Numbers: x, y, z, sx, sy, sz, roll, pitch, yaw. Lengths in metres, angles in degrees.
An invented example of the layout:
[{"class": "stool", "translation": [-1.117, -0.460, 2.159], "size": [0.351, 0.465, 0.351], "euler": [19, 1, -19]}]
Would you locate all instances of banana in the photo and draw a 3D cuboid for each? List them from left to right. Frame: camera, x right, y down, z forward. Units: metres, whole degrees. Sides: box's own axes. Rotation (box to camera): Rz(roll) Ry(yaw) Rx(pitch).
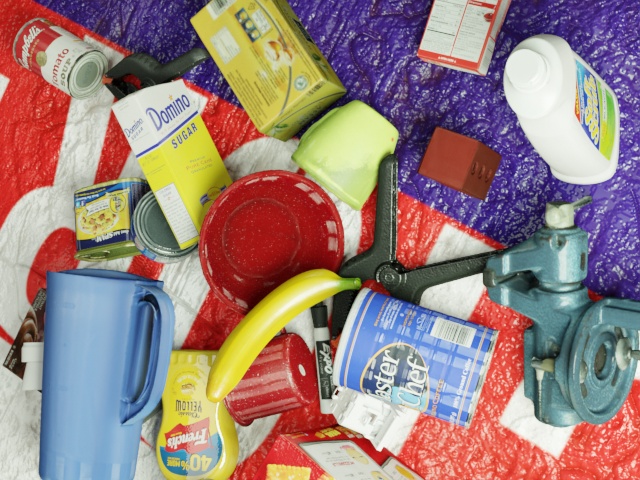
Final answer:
[{"class": "banana", "translation": [-0.051, 0.088, 1.105], "size": [0.197, 0.037, 0.070], "euler": [-40, 26, -10]}]

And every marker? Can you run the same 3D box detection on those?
[{"class": "marker", "translation": [0.004, 0.125, 1.150], "size": [0.020, 0.020, 0.121], "euler": [-5, 93, 25]}]

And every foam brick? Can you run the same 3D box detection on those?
[{"class": "foam brick", "translation": [0.142, -0.078, 1.084], "size": [0.051, 0.078, 0.053], "euler": [24, 95, 27]}]

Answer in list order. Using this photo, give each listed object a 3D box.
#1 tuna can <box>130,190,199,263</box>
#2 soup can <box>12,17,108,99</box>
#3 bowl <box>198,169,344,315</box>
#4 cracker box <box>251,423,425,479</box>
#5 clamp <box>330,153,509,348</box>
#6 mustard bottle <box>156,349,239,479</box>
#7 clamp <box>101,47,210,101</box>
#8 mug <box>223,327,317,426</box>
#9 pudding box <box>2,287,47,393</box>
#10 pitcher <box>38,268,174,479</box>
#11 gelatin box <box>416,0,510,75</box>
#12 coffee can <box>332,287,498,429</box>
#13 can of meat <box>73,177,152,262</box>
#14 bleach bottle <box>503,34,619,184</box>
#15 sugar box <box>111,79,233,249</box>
[{"class": "tuna can", "translation": [-0.175, -0.017, 1.228], "size": [0.086, 0.034, 0.086], "euler": [5, 74, -17]}, {"class": "soup can", "translation": [-0.322, -0.225, 1.327], "size": [0.102, 0.068, 0.068], "euler": [32, 98, 24]}, {"class": "bowl", "translation": [-0.058, 0.001, 1.157], "size": [0.162, 0.055, 0.162], "euler": [-3, 100, -17]}, {"class": "cracker box", "translation": [0.059, 0.270, 1.041], "size": [0.214, 0.164, 0.072], "euler": [36, 102, 24]}, {"class": "clamp", "translation": [0.072, 0.025, 1.118], "size": [0.164, 0.036, 0.210], "euler": [47, 111, 8]}, {"class": "mustard bottle", "translation": [-0.138, 0.219, 1.199], "size": [0.096, 0.058, 0.191], "euler": [-1, 85, 21]}, {"class": "clamp", "translation": [-0.189, -0.187, 1.258], "size": [0.172, 0.039, 0.120], "euler": [25, 116, 27]}, {"class": "mug", "translation": [-0.056, 0.135, 1.153], "size": [0.082, 0.093, 0.117], "euler": [-16, 71, 18]}, {"class": "pudding box", "translation": [-0.326, 0.127, 1.309], "size": [0.090, 0.039, 0.113], "euler": [29, 98, 24]}, {"class": "pitcher", "translation": [-0.245, 0.154, 1.202], "size": [0.145, 0.149, 0.243], "euler": [5, 89, -10]}, {"class": "gelatin box", "translation": [0.151, -0.225, 1.121], "size": [0.073, 0.030, 0.089], "euler": [19, 93, 27]}, {"class": "coffee can", "translation": [0.094, 0.116, 1.057], "size": [0.140, 0.102, 0.103], "euler": [17, 92, 12]}, {"class": "can of meat", "translation": [-0.246, -0.024, 1.276], "size": [0.102, 0.057, 0.084], "euler": [-11, 79, 25]}, {"class": "bleach bottle", "translation": [0.213, -0.118, 0.957], "size": [0.068, 0.250, 0.102], "euler": [2, 86, 26]}, {"class": "sugar box", "translation": [-0.154, -0.087, 1.188], "size": [0.048, 0.093, 0.176], "euler": [-21, 96, 33]}]
